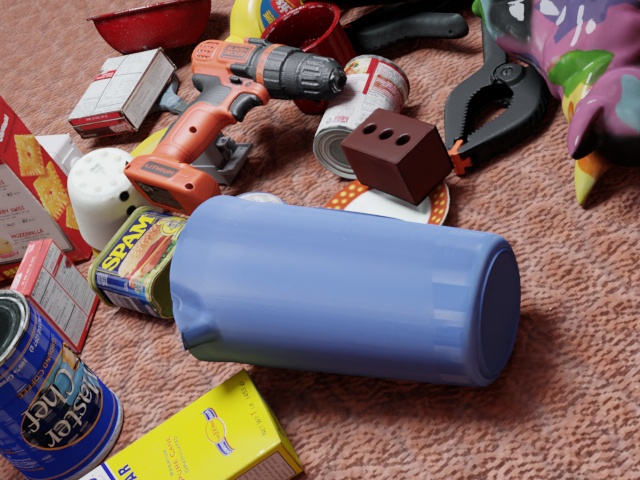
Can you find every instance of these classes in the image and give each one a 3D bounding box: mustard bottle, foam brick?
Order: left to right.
[{"bbox_3d":[-0.044,-0.253,1.189,0.191,0.096,0.058,-47,41,-18],"label":"mustard bottle"},{"bbox_3d":[0.066,-0.073,0.918,0.053,0.051,0.078,-45,39,-17],"label":"foam brick"}]

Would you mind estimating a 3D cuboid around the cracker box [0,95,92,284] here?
[{"bbox_3d":[-0.352,-0.052,1.088,0.164,0.213,0.072,-15,41,21],"label":"cracker box"}]

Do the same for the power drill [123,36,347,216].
[{"bbox_3d":[-0.084,-0.108,0.999,0.185,0.057,0.187,14,62,40],"label":"power drill"}]

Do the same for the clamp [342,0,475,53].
[{"bbox_3d":[0.093,-0.223,1.101,0.172,0.039,0.120,-15,22,25],"label":"clamp"}]

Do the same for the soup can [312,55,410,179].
[{"bbox_3d":[0.039,-0.116,1.005,0.069,0.068,0.102,-4,46,31],"label":"soup can"}]

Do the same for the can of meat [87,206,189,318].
[{"bbox_3d":[-0.153,0.021,1.000,0.084,0.057,0.102,11,55,39],"label":"can of meat"}]

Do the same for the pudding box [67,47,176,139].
[{"bbox_3d":[-0.233,-0.172,1.253,0.090,0.039,0.113,-3,49,34],"label":"pudding box"}]

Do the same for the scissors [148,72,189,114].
[{"bbox_3d":[-0.187,-0.150,1.241,0.096,0.016,0.202,-34,37,1],"label":"scissors"}]

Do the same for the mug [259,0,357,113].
[{"bbox_3d":[-0.007,-0.178,1.093,0.093,0.081,0.117,-15,41,21],"label":"mug"}]

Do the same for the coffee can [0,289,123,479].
[{"bbox_3d":[-0.243,0.124,0.881,0.103,0.140,0.103,-19,40,17],"label":"coffee can"}]

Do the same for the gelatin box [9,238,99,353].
[{"bbox_3d":[-0.251,0.054,1.004,0.030,0.089,0.073,-14,42,22],"label":"gelatin box"}]

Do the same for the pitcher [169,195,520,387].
[{"bbox_3d":[0.023,0.034,0.802,0.243,0.144,0.149,5,77,28],"label":"pitcher"}]

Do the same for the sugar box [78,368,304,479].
[{"bbox_3d":[-0.108,0.181,0.803,0.176,0.048,0.093,-33,37,-2],"label":"sugar box"}]

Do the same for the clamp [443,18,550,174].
[{"bbox_3d":[0.183,-0.142,0.959,0.165,0.036,0.209,12,58,35],"label":"clamp"}]

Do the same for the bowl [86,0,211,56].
[{"bbox_3d":[-0.201,-0.262,1.309,0.162,0.055,0.162,-10,13,2],"label":"bowl"}]
